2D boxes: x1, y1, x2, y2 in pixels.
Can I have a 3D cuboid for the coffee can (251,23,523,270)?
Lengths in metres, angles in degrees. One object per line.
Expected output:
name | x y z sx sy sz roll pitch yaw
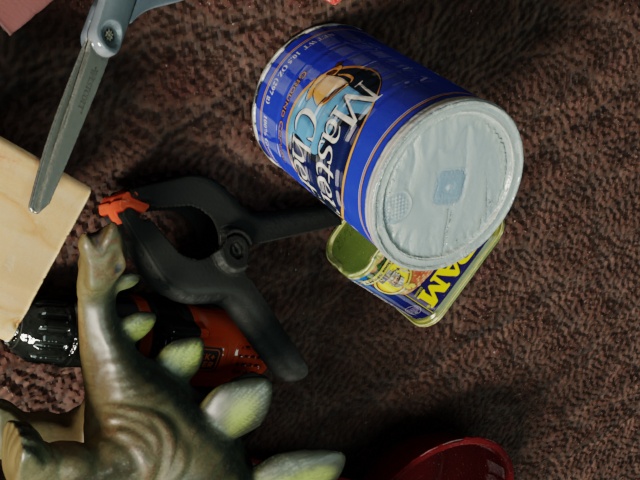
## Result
coffee can | 0.036 -0.059 0.632 0.102 0.140 0.103 -16 124 -25

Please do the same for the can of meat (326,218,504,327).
can of meat | 0.065 -0.003 0.742 0.083 0.057 0.102 33 95 -39

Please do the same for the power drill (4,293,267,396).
power drill | -0.133 0.121 0.683 0.184 0.057 0.188 10 111 -37

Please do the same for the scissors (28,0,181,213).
scissors | -0.096 -0.106 0.545 0.096 0.016 0.202 14 81 -52

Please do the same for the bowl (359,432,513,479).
bowl | 0.080 0.215 0.882 0.161 0.055 0.162 -16 125 -25

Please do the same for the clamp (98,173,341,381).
clamp | -0.054 0.001 0.665 0.171 0.039 0.120 38 55 -33
